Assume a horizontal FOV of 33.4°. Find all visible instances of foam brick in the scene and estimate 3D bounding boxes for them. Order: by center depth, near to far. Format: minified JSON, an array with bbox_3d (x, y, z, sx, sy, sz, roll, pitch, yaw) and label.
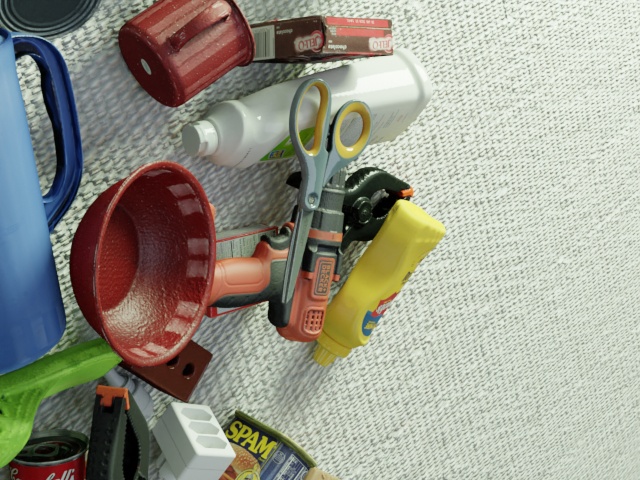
[{"bbox_3d":[-0.147,0.102,0.961,0.078,0.051,0.053,40,72,-41],"label":"foam brick"}]

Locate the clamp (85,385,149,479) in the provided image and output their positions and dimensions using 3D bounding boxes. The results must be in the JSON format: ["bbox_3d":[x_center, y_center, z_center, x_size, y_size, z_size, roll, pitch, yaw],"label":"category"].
[{"bbox_3d":[-0.172,0.224,0.911,0.164,0.036,0.210,-67,158,-58],"label":"clamp"}]

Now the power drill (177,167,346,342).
[{"bbox_3d":[-0.056,0.001,0.975,0.187,0.057,0.184,6,94,-40],"label":"power drill"}]

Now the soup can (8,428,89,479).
[{"bbox_3d":[-0.227,0.220,0.904,0.068,0.069,0.102,-12,108,-41],"label":"soup can"}]

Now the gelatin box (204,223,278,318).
[{"bbox_3d":[-0.080,0.027,1.021,0.089,0.030,0.073,-15,109,-39],"label":"gelatin box"}]

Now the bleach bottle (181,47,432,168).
[{"bbox_3d":[-0.015,-0.118,1.001,0.250,0.103,0.068,-16,68,-38],"label":"bleach bottle"}]

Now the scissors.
[{"bbox_3d":[0.006,-0.046,0.970,0.096,0.016,0.202,-6,103,-33],"label":"scissors"}]

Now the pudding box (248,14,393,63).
[{"bbox_3d":[-0.003,-0.184,0.982,0.089,0.114,0.039,-6,99,-42],"label":"pudding box"}]

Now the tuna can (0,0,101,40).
[{"bbox_3d":[-0.211,-0.195,0.812,0.086,0.034,0.086,-24,151,-14],"label":"tuna can"}]

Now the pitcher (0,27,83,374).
[{"bbox_3d":[-0.255,-0.030,0.780,0.145,0.149,0.243,-83,167,-64],"label":"pitcher"}]

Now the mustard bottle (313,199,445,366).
[{"bbox_3d":[0.052,0.050,1.105,0.192,0.058,0.096,-55,168,10],"label":"mustard bottle"}]

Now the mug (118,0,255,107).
[{"bbox_3d":[-0.111,-0.167,0.890,0.081,0.117,0.093,-40,101,-23],"label":"mug"}]

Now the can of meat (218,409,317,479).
[{"bbox_3d":[-0.068,0.223,1.032,0.084,0.102,0.057,-52,130,-18],"label":"can of meat"}]

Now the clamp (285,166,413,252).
[{"bbox_3d":[0.028,-0.038,1.099,0.171,0.039,0.120,-34,129,-37],"label":"clamp"}]

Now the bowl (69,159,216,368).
[{"bbox_3d":[-0.146,0.016,0.835,0.161,0.055,0.162,-22,114,-61],"label":"bowl"}]
